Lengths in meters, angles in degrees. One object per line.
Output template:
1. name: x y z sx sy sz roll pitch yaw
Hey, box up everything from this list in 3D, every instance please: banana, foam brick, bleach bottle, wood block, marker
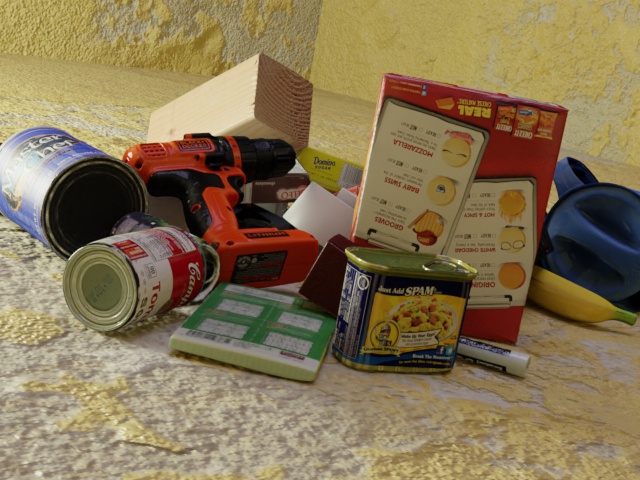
1. banana: 0.238 0.052 1.120 0.069 0.037 0.198 25 4 -32
2. foam brick: 0.029 0.038 0.897 0.078 0.053 0.051 33 13 3
3. bleach bottle: -0.173 -0.049 1.180 0.102 0.068 0.251 13 9 0
4. wood block: -0.114 -0.136 1.292 0.207 0.091 0.090 -19 -33 41
5. marker: 0.111 0.086 0.874 0.121 0.020 0.020 15 13 21

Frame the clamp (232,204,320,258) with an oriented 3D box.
1. clamp: -0.057 0.001 1.093 0.164 0.036 0.210 11 16 -5

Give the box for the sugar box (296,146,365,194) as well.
1. sugar box: -0.002 -0.075 1.339 0.093 0.048 0.176 19 -5 -11

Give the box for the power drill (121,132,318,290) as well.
1. power drill: -0.076 -0.034 1.011 0.184 0.057 0.188 -8 41 -29

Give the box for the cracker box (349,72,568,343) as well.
1. cracker box: 0.115 -0.031 0.958 0.164 0.214 0.072 11 10 1

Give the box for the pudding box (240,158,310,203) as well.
1. pudding box: -0.076 -0.072 1.186 0.113 0.039 0.090 0 22 -16

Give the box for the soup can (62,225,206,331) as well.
1. soup can: -0.141 0.028 0.819 0.069 0.068 0.102 15 13 20

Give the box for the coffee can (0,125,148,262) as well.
1. coffee can: -0.236 -0.044 0.992 0.102 0.103 0.141 1 15 -36

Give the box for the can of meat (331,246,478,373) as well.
1. can of meat: 0.063 0.055 0.826 0.102 0.084 0.057 5 13 -22

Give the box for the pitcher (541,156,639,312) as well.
1. pitcher: 0.343 -0.012 1.252 0.145 0.149 0.242 15 10 22
